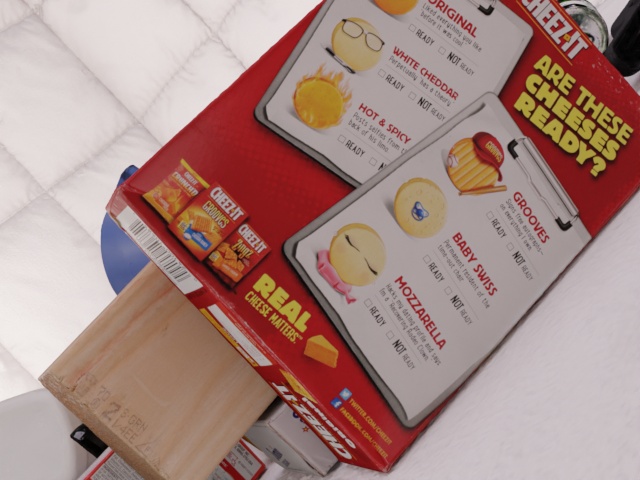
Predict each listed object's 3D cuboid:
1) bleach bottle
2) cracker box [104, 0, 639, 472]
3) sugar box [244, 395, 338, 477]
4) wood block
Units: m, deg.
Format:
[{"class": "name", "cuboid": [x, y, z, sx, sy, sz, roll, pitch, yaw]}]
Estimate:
[{"class": "bleach bottle", "cuboid": [-0.142, 0.131, 0.817, 0.103, 0.068, 0.250, -19, -6, 29]}, {"class": "cracker box", "cuboid": [0.034, -0.029, 0.491, 0.213, 0.164, 0.072, -46, 8, -18]}, {"class": "sugar box", "cuboid": [0.033, 0.046, 0.568, 0.176, 0.048, 0.093, -49, 6, -16]}, {"class": "wood block", "cuboid": [-0.039, 0.024, 0.553, 0.206, 0.090, 0.091, -48, 6, -20]}]
